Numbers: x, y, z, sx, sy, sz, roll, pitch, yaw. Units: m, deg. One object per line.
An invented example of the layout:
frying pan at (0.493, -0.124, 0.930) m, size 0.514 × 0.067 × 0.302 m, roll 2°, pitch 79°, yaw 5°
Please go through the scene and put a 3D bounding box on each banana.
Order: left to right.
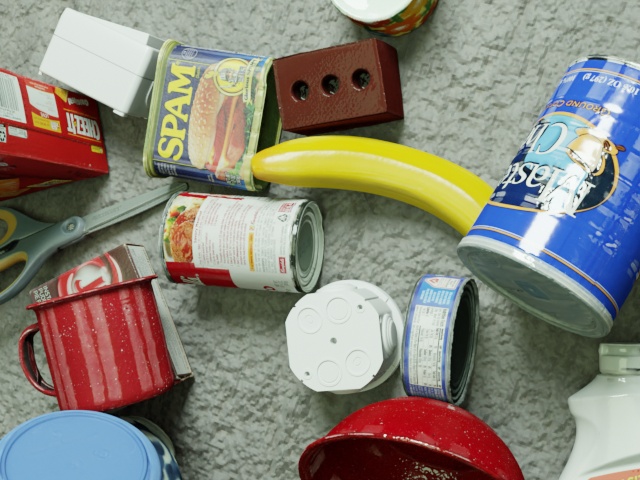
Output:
banana at (0.052, -0.036, 0.729) m, size 0.198 × 0.069 × 0.037 m, roll 23°, pitch 139°, yaw 12°

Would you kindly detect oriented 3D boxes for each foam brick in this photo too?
foam brick at (0.014, -0.106, 0.748) m, size 0.078 × 0.051 × 0.053 m, roll -9°, pitch 87°, yaw 18°

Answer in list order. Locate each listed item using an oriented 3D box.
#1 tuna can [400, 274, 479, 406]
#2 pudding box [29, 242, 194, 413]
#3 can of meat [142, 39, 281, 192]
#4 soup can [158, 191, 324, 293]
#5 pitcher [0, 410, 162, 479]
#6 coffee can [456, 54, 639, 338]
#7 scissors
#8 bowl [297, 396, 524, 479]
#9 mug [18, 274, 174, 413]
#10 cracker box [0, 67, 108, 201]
tuna can at (0.080, 0.065, 0.708) m, size 0.034 × 0.086 × 0.086 m, roll 6°, pitch 92°, yaw 19°
pudding box at (-0.159, 0.070, 0.811) m, size 0.090 × 0.039 × 0.113 m, roll -26°, pitch 83°, yaw 15°
can of meat at (-0.075, -0.089, 0.776) m, size 0.084 × 0.057 × 0.102 m, roll 11°, pitch 94°, yaw 15°
soup can at (-0.055, 0.001, 0.763) m, size 0.102 × 0.068 × 0.068 m, roll 4°, pitch 91°, yaw 17°
pitcher at (-0.175, 0.230, 0.725) m, size 0.149 × 0.145 × 0.243 m, roll 14°, pitch 123°, yaw 6°
coffee can at (0.163, -0.026, 0.652) m, size 0.103 × 0.103 × 0.140 m, roll 30°, pitch 80°, yaw 16°
scissors at (-0.206, -0.018, 0.836) m, size 0.202 × 0.016 × 0.096 m, roll -34°, pitch 57°, yaw 0°
bowl at (0.069, 0.151, 0.701) m, size 0.162 × 0.162 × 0.055 m, roll 10°, pitch 52°, yaw 18°
mug at (-0.160, 0.077, 0.746) m, size 0.117 × 0.093 × 0.081 m, roll -14°, pitch 89°, yaw 18°
cracker box at (-0.292, -0.061, 0.791) m, size 0.214 × 0.164 × 0.072 m, roll -14°, pitch 84°, yaw 17°
